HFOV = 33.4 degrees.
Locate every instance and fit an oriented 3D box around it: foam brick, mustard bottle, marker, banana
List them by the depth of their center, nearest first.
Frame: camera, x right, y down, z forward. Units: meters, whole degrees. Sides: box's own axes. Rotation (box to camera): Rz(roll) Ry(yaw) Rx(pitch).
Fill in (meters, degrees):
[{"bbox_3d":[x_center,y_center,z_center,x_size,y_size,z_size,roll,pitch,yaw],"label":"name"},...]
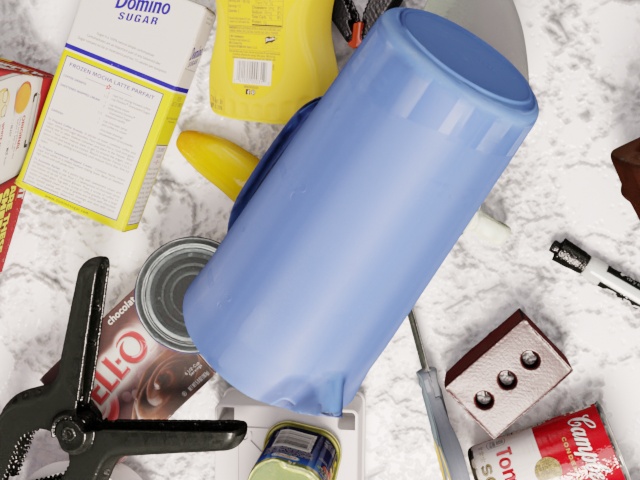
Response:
[{"bbox_3d":[-0.032,-0.180,0.745,0.096,0.058,0.192,11,107,33],"label":"mustard bottle"},{"bbox_3d":[0.220,0.034,0.771,0.121,0.020,0.020,31,99,3],"label":"marker"},{"bbox_3d":[0.134,0.096,0.773,0.078,0.051,0.053,-44,89,10],"label":"foam brick"},{"bbox_3d":[-0.037,-0.004,0.792,0.070,0.037,0.198,-26,92,9],"label":"banana"}]

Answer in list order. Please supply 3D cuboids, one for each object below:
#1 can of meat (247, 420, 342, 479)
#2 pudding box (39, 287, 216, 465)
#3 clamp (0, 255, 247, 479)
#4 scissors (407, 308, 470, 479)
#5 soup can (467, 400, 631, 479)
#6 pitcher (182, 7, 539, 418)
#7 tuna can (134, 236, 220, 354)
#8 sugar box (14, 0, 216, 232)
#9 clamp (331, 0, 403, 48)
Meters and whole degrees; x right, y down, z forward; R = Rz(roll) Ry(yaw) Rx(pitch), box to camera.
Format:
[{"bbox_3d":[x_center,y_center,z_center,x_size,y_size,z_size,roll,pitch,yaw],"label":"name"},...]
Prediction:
[{"bbox_3d":[-0.025,0.184,0.729,0.057,0.084,0.102,13,97,6],"label":"can of meat"},{"bbox_3d":[-0.143,0.101,0.817,0.113,0.039,0.090,-43,88,9],"label":"pudding box"},{"bbox_3d":[-0.175,0.122,0.764,0.210,0.036,0.164,-34,89,18],"label":"clamp"},{"bbox_3d":[0.082,0.113,0.765,0.016,0.096,0.202,-14,97,-2],"label":"scissors"},{"bbox_3d":[0.165,0.164,0.769,0.102,0.068,0.068,-22,93,10],"label":"soup can"},{"bbox_3d":[0.020,-0.024,0.665,0.149,0.144,0.243,36,118,4],"label":"pitcher"},{"bbox_3d":[-0.091,0.040,0.774,0.086,0.034,0.086,0,85,-2],"label":"tuna can"},{"bbox_3d":[-0.151,-0.105,0.793,0.093,0.048,0.176,23,95,5],"label":"sugar box"},{"bbox_3d":[0.038,-0.225,0.754,0.120,0.039,0.171,-6,99,27],"label":"clamp"}]
